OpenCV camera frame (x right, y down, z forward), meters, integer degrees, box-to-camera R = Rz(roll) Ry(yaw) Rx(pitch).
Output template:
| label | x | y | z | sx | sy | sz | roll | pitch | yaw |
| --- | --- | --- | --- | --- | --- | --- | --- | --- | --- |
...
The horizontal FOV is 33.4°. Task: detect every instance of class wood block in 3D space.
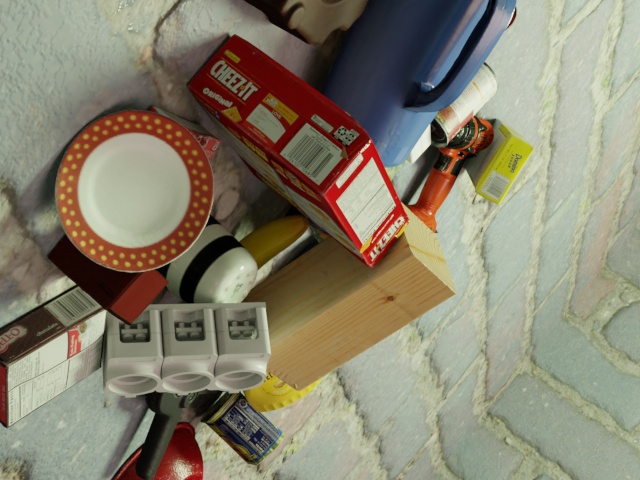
| label | x | y | z | sx | sy | sz | roll | pitch | yaw |
| --- | --- | --- | --- | --- | --- | --- | --- | --- | --- |
| wood block | 0.025 | 0.058 | 1.111 | 0.206 | 0.090 | 0.090 | -34 | 132 | 19 |

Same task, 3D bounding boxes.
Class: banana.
| label | x | y | z | sx | sy | sz | roll | pitch | yaw |
| --- | --- | --- | --- | --- | --- | --- | --- | --- | --- |
| banana | -0.087 | 0.044 | 1.128 | 0.198 | 0.070 | 0.037 | -55 | 150 | 4 |

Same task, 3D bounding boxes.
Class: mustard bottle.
| label | x | y | z | sx | sy | sz | roll | pitch | yaw |
| --- | --- | --- | --- | --- | --- | --- | --- | --- | --- |
| mustard bottle | -0.074 | 0.116 | 1.228 | 0.096 | 0.058 | 0.191 | -27 | 131 | 2 |

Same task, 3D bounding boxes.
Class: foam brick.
| label | x | y | z | sx | sy | sz | roll | pitch | yaw |
| --- | --- | --- | --- | --- | --- | --- | --- | --- | --- |
| foam brick | -0.179 | 0.024 | 0.901 | 0.053 | 0.078 | 0.051 | -49 | 159 | -6 |

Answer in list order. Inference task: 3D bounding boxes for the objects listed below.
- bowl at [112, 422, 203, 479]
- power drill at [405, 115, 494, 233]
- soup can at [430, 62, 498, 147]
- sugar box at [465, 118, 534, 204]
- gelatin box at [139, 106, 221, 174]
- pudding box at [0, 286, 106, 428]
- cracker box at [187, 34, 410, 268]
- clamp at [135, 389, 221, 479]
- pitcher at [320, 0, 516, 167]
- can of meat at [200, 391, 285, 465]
| label | x | y | z | sx | sy | sz | roll | pitch | yaw |
| --- | --- | --- | --- | --- | --- | --- | --- | --- | --- |
| bowl | -0.197 | 0.307 | 1.326 | 0.162 | 0.055 | 0.162 | -43 | 157 | -24 |
| power drill | 0.155 | -0.088 | 1.430 | 0.188 | 0.057 | 0.184 | -59 | 158 | 15 |
| soup can | 0.160 | -0.172 | 1.299 | 0.102 | 0.068 | 0.068 | -46 | 157 | -17 |
| sugar box | 0.252 | -0.114 | 1.512 | 0.093 | 0.048 | 0.176 | -59 | -178 | 14 |
| gelatin box | -0.132 | -0.069 | 0.917 | 0.073 | 0.030 | 0.089 | -56 | 158 | 8 |
| pudding box | -0.243 | 0.102 | 0.943 | 0.113 | 0.039 | 0.090 | -31 | 150 | -39 |
| cracker box | -0.012 | -0.075 | 0.970 | 0.072 | 0.164 | 0.213 | -49 | 158 | -5 |
| clamp | -0.165 | 0.179 | 1.213 | 0.164 | 0.036 | 0.210 | -52 | 160 | -24 |
| pitcher | 0.092 | -0.188 | 1.025 | 0.243 | 0.145 | 0.149 | -61 | 171 | 27 |
| can of meat | -0.097 | 0.232 | 1.328 | 0.057 | 0.084 | 0.102 | -47 | -177 | -16 |
